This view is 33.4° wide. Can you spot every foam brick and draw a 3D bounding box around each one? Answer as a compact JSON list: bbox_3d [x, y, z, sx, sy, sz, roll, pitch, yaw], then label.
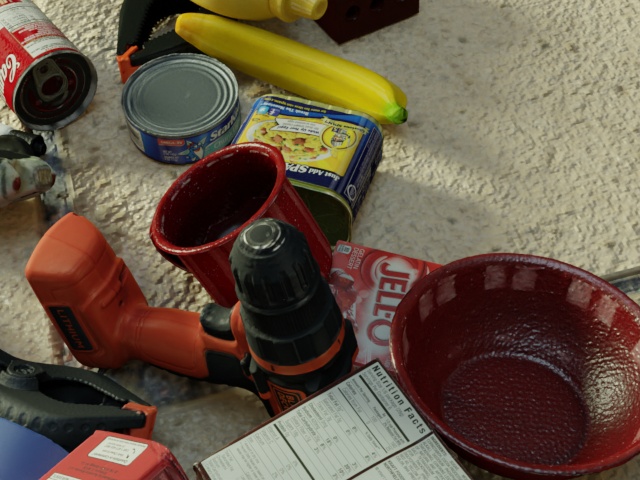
[{"bbox_3d":[0.033,-0.202,0.848,0.078,0.053,0.051,-24,55,-15],"label":"foam brick"}]

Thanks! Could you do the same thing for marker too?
[{"bbox_3d":[-0.256,-0.084,0.791,0.121,0.020,0.020,19,55,16],"label":"marker"}]

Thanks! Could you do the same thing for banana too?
[{"bbox_3d":[-0.012,-0.127,0.787,0.198,0.069,0.037,24,90,20],"label":"banana"}]

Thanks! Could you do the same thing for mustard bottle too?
[{"bbox_3d":[-0.073,-0.216,0.813,0.192,0.058,0.096,34,50,24],"label":"mustard bottle"}]

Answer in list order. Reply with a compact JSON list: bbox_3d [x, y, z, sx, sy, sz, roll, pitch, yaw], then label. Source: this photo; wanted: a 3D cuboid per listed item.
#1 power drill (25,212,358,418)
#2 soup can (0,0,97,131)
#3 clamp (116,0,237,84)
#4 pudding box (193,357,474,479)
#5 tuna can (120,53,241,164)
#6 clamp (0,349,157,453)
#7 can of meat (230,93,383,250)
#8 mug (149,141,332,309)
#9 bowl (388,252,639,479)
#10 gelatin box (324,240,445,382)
[{"bbox_3d":[-0.070,0.041,0.595,0.188,0.184,0.057,15,53,26],"label":"power drill"},{"bbox_3d":[-0.223,-0.138,0.801,0.068,0.068,0.102,-33,57,-21],"label":"soup can"},{"bbox_3d":[-0.103,-0.204,0.866,0.165,0.036,0.209,31,60,23],"label":"clamp"},{"bbox_3d":[0.008,0.122,0.521,0.113,0.039,0.090,-26,54,-18],"label":"pudding box"},{"bbox_3d":[-0.101,-0.097,0.785,0.086,0.034,0.086,-1,52,2],"label":"tuna can"},{"bbox_3d":[-0.183,0.092,0.612,0.171,0.039,0.120,14,22,14],"label":"clamp"},{"bbox_3d":[-0.014,-0.050,0.730,0.102,0.057,0.083,15,52,13],"label":"can of meat"},{"bbox_3d":[-0.054,0.001,0.668,0.117,0.081,0.093,-8,44,30],"label":"mug"},{"bbox_3d":[0.117,0.081,0.613,0.162,0.055,0.162,2,43,-2],"label":"bowl"},{"bbox_3d":[0.033,0.047,0.669,0.073,0.030,0.089,14,54,13],"label":"gelatin box"}]
